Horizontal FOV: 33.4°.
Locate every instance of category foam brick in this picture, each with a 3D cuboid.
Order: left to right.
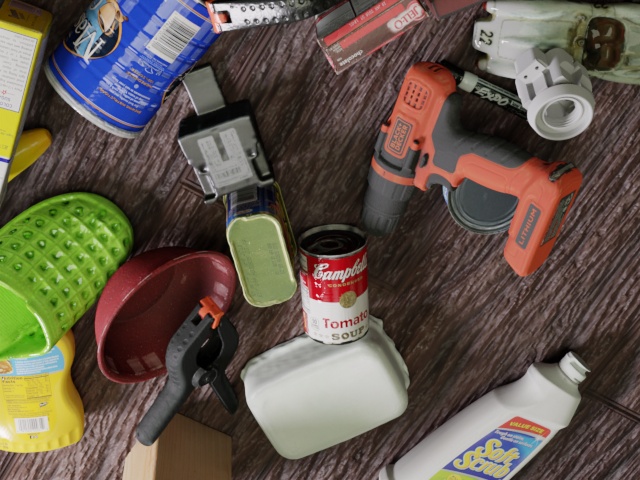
[{"bbox_3d":[0.110,-0.232,0.920,0.051,0.078,0.053,-22,118,6],"label":"foam brick"}]

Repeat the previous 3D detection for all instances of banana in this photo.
[{"bbox_3d":[-0.323,-0.033,1.013,0.069,0.037,0.198,17,117,-32],"label":"banana"}]

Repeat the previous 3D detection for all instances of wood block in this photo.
[{"bbox_3d":[-0.149,0.276,1.082,0.090,0.206,0.090,28,111,-17],"label":"wood block"}]

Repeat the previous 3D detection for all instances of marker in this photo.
[{"bbox_3d":[0.159,-0.139,1.002,0.121,0.020,0.020,22,113,-15],"label":"marker"}]

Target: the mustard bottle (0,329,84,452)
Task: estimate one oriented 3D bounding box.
[{"bbox_3d":[-0.296,0.121,1.076,0.096,0.058,0.192,-3,117,-4],"label":"mustard bottle"}]

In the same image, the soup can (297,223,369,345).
[{"bbox_3d":[0.014,0.044,1.055,0.068,0.068,0.102,-4,117,-2],"label":"soup can"}]

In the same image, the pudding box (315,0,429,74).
[{"bbox_3d":[0.041,-0.191,0.915,0.090,0.113,0.039,-30,112,10],"label":"pudding box"}]

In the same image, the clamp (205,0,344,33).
[{"bbox_3d":[0.014,-0.209,0.852,0.210,0.165,0.036,-23,120,-9],"label":"clamp"}]

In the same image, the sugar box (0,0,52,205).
[{"bbox_3d":[-0.273,-0.110,0.908,0.048,0.093,0.176,18,109,-15],"label":"sugar box"}]

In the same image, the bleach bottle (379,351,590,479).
[{"bbox_3d":[0.185,0.209,1.155,0.102,0.068,0.251,38,106,-21],"label":"bleach bottle"}]

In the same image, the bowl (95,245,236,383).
[{"bbox_3d":[-0.160,0.060,1.032,0.161,0.055,0.162,-34,148,-25],"label":"bowl"}]

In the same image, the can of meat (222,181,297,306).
[{"bbox_3d":[-0.057,0.001,1.020,0.057,0.084,0.102,-14,116,3],"label":"can of meat"}]

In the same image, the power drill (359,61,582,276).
[{"bbox_3d":[0.129,-0.047,0.975,0.188,0.057,0.185,33,126,22],"label":"power drill"}]

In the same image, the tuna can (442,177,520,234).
[{"bbox_3d":[0.163,-0.051,1.038,0.086,0.034,0.086,-2,117,-3],"label":"tuna can"}]

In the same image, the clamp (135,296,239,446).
[{"bbox_3d":[-0.130,0.134,1.065,0.120,0.039,0.171,-28,138,-35],"label":"clamp"}]

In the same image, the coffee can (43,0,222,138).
[{"bbox_3d":[-0.155,-0.173,0.916,0.102,0.103,0.140,36,108,-20],"label":"coffee can"}]
